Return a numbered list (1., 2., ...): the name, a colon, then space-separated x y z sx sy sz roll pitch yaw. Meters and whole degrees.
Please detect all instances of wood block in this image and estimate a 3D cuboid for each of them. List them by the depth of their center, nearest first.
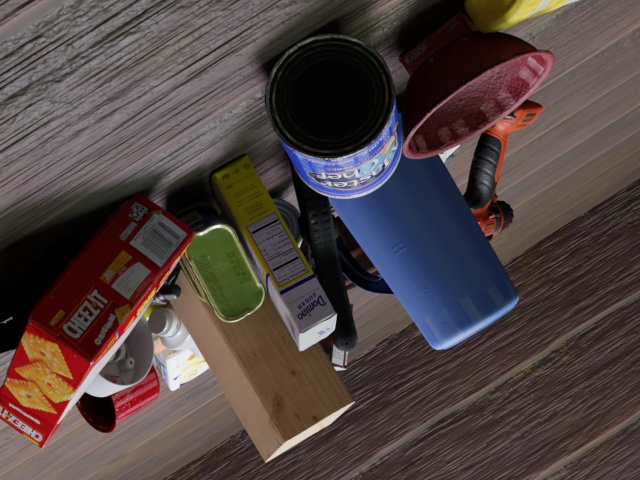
1. wood block: -0.065 0.112 1.115 0.090 0.206 0.091 -26 166 -27

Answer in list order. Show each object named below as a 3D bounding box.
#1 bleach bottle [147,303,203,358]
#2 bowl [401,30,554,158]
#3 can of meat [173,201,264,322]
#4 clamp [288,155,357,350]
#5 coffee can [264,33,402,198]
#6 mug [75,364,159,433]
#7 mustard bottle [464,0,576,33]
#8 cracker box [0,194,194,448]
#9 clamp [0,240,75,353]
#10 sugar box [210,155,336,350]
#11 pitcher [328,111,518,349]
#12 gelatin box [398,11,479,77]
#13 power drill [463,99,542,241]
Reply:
1. bleach bottle: -0.112 0.107 1.261 0.103 0.068 0.250 -45 151 22
2. bowl: 0.132 -0.143 0.982 0.162 0.055 0.162 -29 166 -8
3. can of meat: -0.100 0.021 1.019 0.057 0.102 0.084 -29 -160 -10
4. clamp: 0.000 -0.004 1.068 0.036 0.164 0.210 -14 126 -5
5. coffee can: 0.015 -0.100 0.893 0.103 0.103 0.140 -32 168 0
6. mug: -0.263 0.180 1.379 0.081 0.093 0.117 -27 131 -43
7. mustard bottle: 0.221 -0.243 0.949 0.191 0.058 0.096 -24 167 -33
8. cracker box: -0.212 0.075 0.967 0.164 0.072 0.214 -57 -175 -38
9. clamp: -0.267 0.057 0.965 0.120 0.039 0.172 -35 175 -15
10. sugar box: -0.044 0.014 1.018 0.048 0.176 0.093 -30 168 -9
11. pitcher: 0.096 -0.005 1.139 0.145 0.243 0.149 -30 175 -16
12. gelatin box: 0.124 -0.180 1.023 0.073 0.030 0.089 -37 165 22
13. power drill: 0.221 -0.088 1.344 0.184 0.057 0.188 -15 122 -61
